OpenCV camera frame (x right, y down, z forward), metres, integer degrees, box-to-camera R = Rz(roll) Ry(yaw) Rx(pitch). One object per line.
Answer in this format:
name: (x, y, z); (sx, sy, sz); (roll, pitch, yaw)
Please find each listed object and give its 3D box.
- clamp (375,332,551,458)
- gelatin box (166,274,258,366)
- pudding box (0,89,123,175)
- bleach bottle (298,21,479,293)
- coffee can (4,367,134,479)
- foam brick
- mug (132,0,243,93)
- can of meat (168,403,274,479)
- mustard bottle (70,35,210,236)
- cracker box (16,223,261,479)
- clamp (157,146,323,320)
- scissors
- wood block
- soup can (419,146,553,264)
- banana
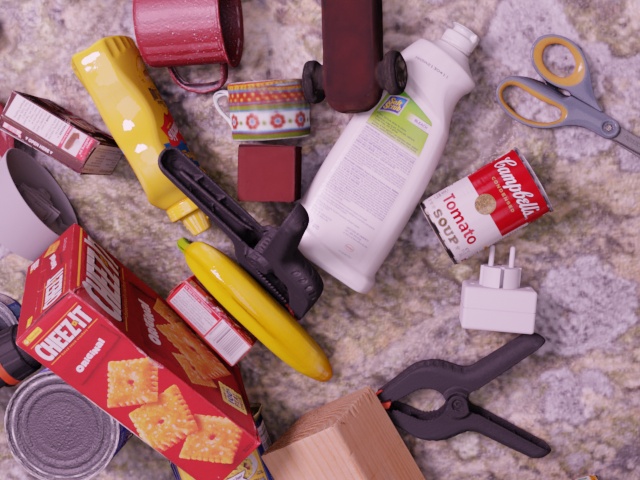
clamp: (0.135, 0.140, 1.004); (0.171, 0.039, 0.120); (5, 95, 5)
gelatin box: (-0.098, 0.071, 1.000); (0.089, 0.073, 0.030); (45, 96, 0)
pudding box: (-0.234, -0.096, 0.974); (0.090, 0.113, 0.039); (30, 96, 0)
bleach bottle: (0.070, -0.081, 0.976); (0.102, 0.068, 0.251); (34, 95, 2)
coffee can: (-0.217, 0.154, 0.984); (0.103, 0.140, 0.103); (0, 96, 4)
foam brick: (-0.045, -0.062, 0.979); (0.053, 0.078, 0.051); (2, 94, 4)
mug: (-0.118, -0.190, 0.973); (0.081, 0.093, 0.117); (-3, 122, 10)
can of meat: (-0.092, 0.213, 1.022); (0.102, 0.057, 0.084); (-18, 96, 7)
mustard bottle: (-0.154, -0.091, 0.976); (0.058, 0.096, 0.191); (-28, 93, 6)
cracker box: (-0.156, 0.097, 0.930); (0.072, 0.164, 0.213); (-44, 112, 6)
clamp: (-0.056, 0.001, 0.945); (0.165, 0.210, 0.036); (29, 70, 28)
scissors: (0.262, -0.124, 0.978); (0.202, 0.016, 0.096); (17, 97, 3)
wood block: (0.048, 0.253, 0.984); (0.090, 0.090, 0.206); (-29, 93, 32)
soup can: (0.150, -0.031, 0.971); (0.102, 0.068, 0.068); (-30, 93, 8)
banana: (-0.059, 0.063, 0.995); (0.198, 0.069, 0.037); (45, 95, -2)
